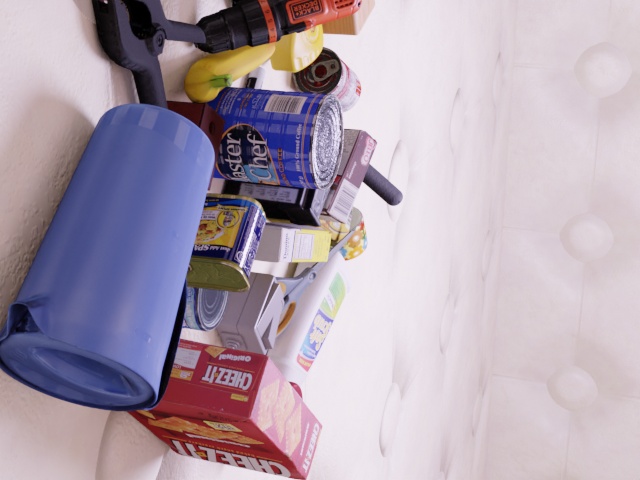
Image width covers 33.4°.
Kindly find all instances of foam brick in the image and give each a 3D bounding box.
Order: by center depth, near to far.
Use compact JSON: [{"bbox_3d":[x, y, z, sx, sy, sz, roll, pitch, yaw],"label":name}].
[{"bbox_3d":[-0.134,-0.093,1.058,0.053,0.051,0.078,40,59,-68],"label":"foam brick"}]

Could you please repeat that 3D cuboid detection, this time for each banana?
[{"bbox_3d":[-0.099,-0.174,1.108,0.197,0.070,0.037,-65,150,-66],"label":"banana"}]

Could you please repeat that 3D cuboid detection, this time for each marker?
[{"bbox_3d":[-0.086,-0.146,1.235,0.020,0.020,0.121,57,44,-63],"label":"marker"}]

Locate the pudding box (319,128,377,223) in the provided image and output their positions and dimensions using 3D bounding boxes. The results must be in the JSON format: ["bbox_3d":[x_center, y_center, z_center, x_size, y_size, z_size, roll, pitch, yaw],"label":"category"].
[{"bbox_3d":[0.008,-0.081,1.291,0.039,0.090,0.113,35,73,-42],"label":"pudding box"}]

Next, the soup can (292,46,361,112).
[{"bbox_3d":[0.011,-0.212,1.425,0.102,0.069,0.068,20,78,-72],"label":"soup can"}]

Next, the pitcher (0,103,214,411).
[{"bbox_3d":[-0.164,0.016,0.893,0.149,0.145,0.242,128,-20,-58],"label":"pitcher"}]

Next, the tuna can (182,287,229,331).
[{"bbox_3d":[-0.130,0.055,1.156,0.086,0.034,0.086,7,90,-72],"label":"tuna can"}]

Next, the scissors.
[{"bbox_3d":[-0.027,0.041,1.388,0.201,0.016,0.096,-55,142,-15],"label":"scissors"}]

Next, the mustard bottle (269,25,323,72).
[{"bbox_3d":[-0.038,-0.303,1.260,0.096,0.058,0.191,-57,149,-44],"label":"mustard bottle"}]

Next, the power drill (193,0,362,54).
[{"bbox_3d":[-0.062,-0.297,1.090,0.057,0.184,0.187,-138,-149,-67],"label":"power drill"}]

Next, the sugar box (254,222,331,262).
[{"bbox_3d":[-0.058,0.002,1.259,0.176,0.093,0.048,-5,101,-71],"label":"sugar box"}]

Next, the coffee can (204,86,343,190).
[{"bbox_3d":[-0.057,-0.111,1.142,0.102,0.140,0.103,7,90,-72],"label":"coffee can"}]

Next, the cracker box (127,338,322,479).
[{"bbox_3d":[-0.105,0.168,1.066,0.213,0.164,0.072,64,39,-59],"label":"cracker box"}]

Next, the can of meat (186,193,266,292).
[{"bbox_3d":[-0.112,0.000,1.084,0.057,0.102,0.084,67,33,-55],"label":"can of meat"}]

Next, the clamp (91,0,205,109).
[{"bbox_3d":[-0.156,-0.189,0.977,0.171,0.039,0.120,69,32,-55],"label":"clamp"}]

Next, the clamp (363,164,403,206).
[{"bbox_3d":[0.016,-0.133,1.444,0.036,0.165,0.209,-48,140,7],"label":"clamp"}]

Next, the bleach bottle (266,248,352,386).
[{"bbox_3d":[-0.029,0.134,1.451,0.102,0.068,0.250,72,33,-51],"label":"bleach bottle"}]
